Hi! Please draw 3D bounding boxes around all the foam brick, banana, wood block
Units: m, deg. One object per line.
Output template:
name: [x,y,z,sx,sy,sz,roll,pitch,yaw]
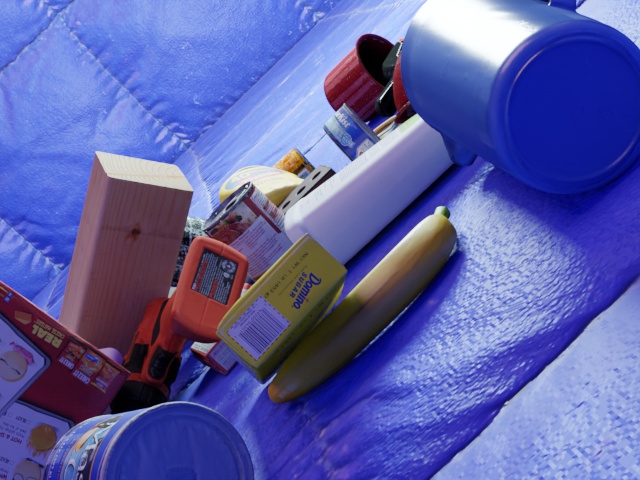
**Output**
foam brick: [-0.004,-0.034,1.101,0.078,0.051,0.053,-45,13,-3]
banana: [0.038,0.047,0.773,0.197,0.037,0.069,-45,-6,-9]
wood block: [-0.205,0.025,1.104,0.090,0.090,0.206,-132,55,-61]

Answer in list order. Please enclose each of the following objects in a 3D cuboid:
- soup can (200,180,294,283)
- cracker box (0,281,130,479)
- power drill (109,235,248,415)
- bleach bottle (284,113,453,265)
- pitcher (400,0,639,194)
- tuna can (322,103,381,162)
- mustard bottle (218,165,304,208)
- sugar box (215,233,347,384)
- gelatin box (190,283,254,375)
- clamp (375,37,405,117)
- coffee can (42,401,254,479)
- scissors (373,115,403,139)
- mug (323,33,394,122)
soup can: [-0.057,0.001,1.039,0.068,0.102,0.068,-41,13,12]
cracker box: [-0.294,0.156,0.916,0.213,0.164,0.072,-57,11,-20]
power drill: [-0.137,0.097,0.971,0.188,0.057,0.184,-48,23,45]
bleach bottle: [0.082,-0.075,0.952,0.251,0.068,0.102,-40,12,9]
pitcher: [0.144,-0.122,0.754,0.145,0.149,0.243,-32,17,4]
tuna can: [0.042,-0.097,1.083,0.034,0.086,0.086,-44,13,9]
mustard bottle: [-0.063,-0.049,1.215,0.096,0.058,0.192,-17,16,-16]
sugar box: [-0.027,0.057,0.795,0.093,0.048,0.176,-46,-9,-8]
gelatin box: [-0.080,0.084,1.014,0.089,0.030,0.073,-50,14,-12]
clamp: [0.130,-0.219,1.256,0.165,0.036,0.210,-31,19,11]
coffee can: [-0.120,0.166,0.724,0.102,0.102,0.141,-51,15,-28]
scissors: [0.102,-0.132,1.166,0.202,0.016,0.096,-29,22,48]
mug: [0.066,-0.203,1.364,0.117,0.093,0.082,-13,-19,-45]
